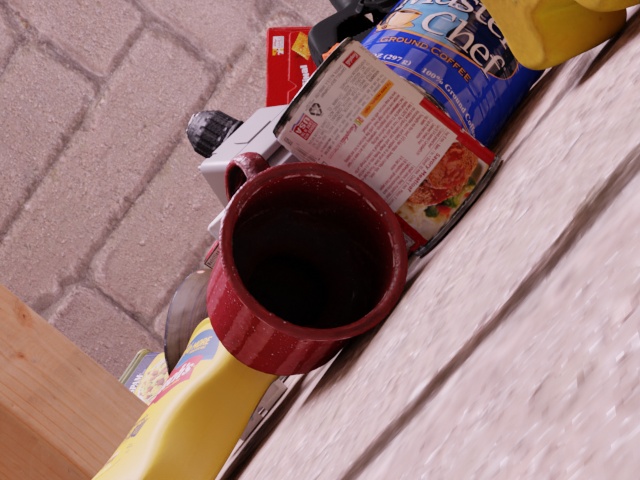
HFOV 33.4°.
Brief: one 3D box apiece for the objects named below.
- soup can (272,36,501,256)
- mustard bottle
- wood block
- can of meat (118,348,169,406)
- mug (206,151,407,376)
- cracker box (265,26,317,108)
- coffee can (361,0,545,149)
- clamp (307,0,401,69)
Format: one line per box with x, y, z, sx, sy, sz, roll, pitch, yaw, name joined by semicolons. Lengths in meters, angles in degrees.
0.034;-0.049;0.560;0.068;0.102;0.068;-51;1;1;soup can
-0.071;0.100;0.609;0.096;0.058;0.191;-43;11;50;mustard bottle
-0.193;0.138;0.755;0.091;0.206;0.090;-49;2;32;wood block
-0.123;0.135;0.883;0.084;0.057;0.102;-6;33;28;can of meat
-0.018;0.010;0.544;0.093;0.117;0.082;-25;-15;-24;mug
-0.005;-0.093;1.061;0.213;0.072;0.164;65;-155;-74;cracker box
0.070;-0.097;0.655;0.140;0.103;0.103;-51;1;-38;coffee can
0.058;-0.175;0.834;0.165;0.036;0.209;-4;29;22;clamp
